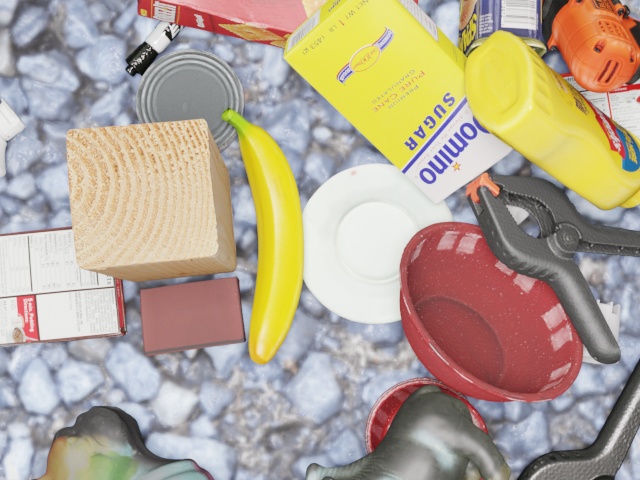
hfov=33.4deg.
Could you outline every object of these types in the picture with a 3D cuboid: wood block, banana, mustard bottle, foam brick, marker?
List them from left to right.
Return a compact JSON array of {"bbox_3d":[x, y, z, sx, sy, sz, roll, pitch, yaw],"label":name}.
[{"bbox_3d":[-0.113,-0.021,0.764,0.091,0.206,0.090,-6,85,-2],"label":"wood block"},{"bbox_3d":[-0.117,-0.182,0.871,0.020,0.020,0.121,41,86,2],"label":"marker"},{"bbox_3d":[-0.099,0.060,0.836,0.078,0.053,0.051,-8,86,-3],"label":"foam brick"},{"bbox_3d":[-0.042,-0.005,0.839,0.069,0.037,0.198,-7,88,-40],"label":"banana"},{"bbox_3d":[0.190,-0.074,0.790,0.191,0.096,0.058,30,121,-34],"label":"mustard bottle"}]

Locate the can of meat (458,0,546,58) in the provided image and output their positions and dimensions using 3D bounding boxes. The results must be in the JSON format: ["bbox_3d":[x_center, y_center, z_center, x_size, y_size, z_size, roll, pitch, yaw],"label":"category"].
[{"bbox_3d":[0.140,-0.178,0.836,0.057,0.102,0.084,3,83,-3],"label":"can of meat"}]

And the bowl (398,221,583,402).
[{"bbox_3d":[0.119,0.064,0.815,0.162,0.055,0.162,18,46,-19],"label":"bowl"}]

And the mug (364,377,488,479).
[{"bbox_3d":[0.092,0.161,0.816,0.117,0.081,0.093,42,86,2],"label":"mug"}]

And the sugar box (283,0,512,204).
[{"bbox_3d":[0.065,-0.114,0.805,0.093,0.048,0.176,-37,114,26],"label":"sugar box"}]

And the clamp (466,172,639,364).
[{"bbox_3d":[0.182,0.014,0.816,0.171,0.039,0.120,27,60,-6],"label":"clamp"}]

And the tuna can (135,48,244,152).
[{"bbox_3d":[-0.103,-0.108,0.858,0.086,0.034,0.086,0,85,-1],"label":"tuna can"}]

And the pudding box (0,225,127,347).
[{"bbox_3d":[-0.213,0.036,0.843,0.113,0.039,0.090,-5,85,-3],"label":"pudding box"}]
